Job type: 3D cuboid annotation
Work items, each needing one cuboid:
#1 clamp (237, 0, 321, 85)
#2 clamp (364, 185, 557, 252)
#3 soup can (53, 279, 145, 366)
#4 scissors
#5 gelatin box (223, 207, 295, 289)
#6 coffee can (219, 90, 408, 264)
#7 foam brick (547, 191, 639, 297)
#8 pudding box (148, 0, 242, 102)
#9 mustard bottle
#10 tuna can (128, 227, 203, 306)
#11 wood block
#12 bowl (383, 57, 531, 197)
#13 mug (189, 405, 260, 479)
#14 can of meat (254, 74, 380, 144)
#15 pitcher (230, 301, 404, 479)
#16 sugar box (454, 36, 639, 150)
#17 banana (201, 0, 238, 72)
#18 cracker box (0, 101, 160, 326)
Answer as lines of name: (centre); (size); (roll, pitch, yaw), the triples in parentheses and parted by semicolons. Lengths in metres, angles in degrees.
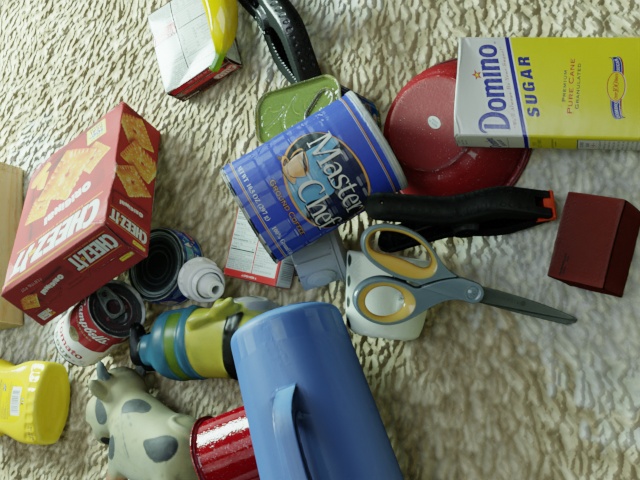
clamp: (-0.052, -0.238, 1.132); (0.036, 0.165, 0.210); (-25, 85, -12)
clamp: (0.124, -0.019, 0.969); (0.171, 0.120, 0.039); (-1, 78, 0)
soup can: (-0.247, 0.094, 1.188); (0.102, 0.068, 0.068); (-36, 61, 46)
scissors: (0.115, 0.058, 0.928); (0.201, 0.016, 0.096); (31, 94, -6)
gelatin box: (-0.057, 0.001, 1.121); (0.073, 0.030, 0.089); (11, 87, 36)
coffee can: (-0.006, -0.057, 0.974); (0.140, 0.102, 0.103); (-31, 63, 1)
foam brick: (0.235, 0.003, 0.912); (0.053, 0.051, 0.078); (14, 88, 36)
pudding box: (-0.145, -0.228, 1.220); (0.090, 0.039, 0.113); (-26, 69, 25)
mustard bottle: (-0.388, 0.191, 1.286); (0.192, 0.058, 0.096); (-1, 81, 33)
tuna can: (-0.173, 0.029, 1.189); (0.086, 0.033, 0.086); (-7, 77, 32)
wood block: (-0.435, 0.007, 1.336); (0.091, 0.090, 0.206); (-12, 74, 30)
bowl: (0.117, -0.104, 1.010); (0.162, 0.055, 0.162); (-7, 77, 32)
mug: (-0.067, 0.214, 1.046); (0.082, 0.093, 0.117); (-25, 53, 22)
can of meat: (-0.001, -0.120, 1.074); (0.102, 0.083, 0.057); (-12, 74, 31)
pitcher: (-0.003, 0.180, 0.951); (0.149, 0.144, 0.243); (-46, 57, 53)
sugar box: (0.206, -0.128, 0.927); (0.176, 0.048, 0.093); (2, 81, 11)
banana: (-0.135, -0.282, 1.179); (0.070, 0.037, 0.198); (-33, 65, 16)
cracker box: (-0.264, -0.034, 1.189); (0.164, 0.072, 0.213); (-32, 36, 24)
